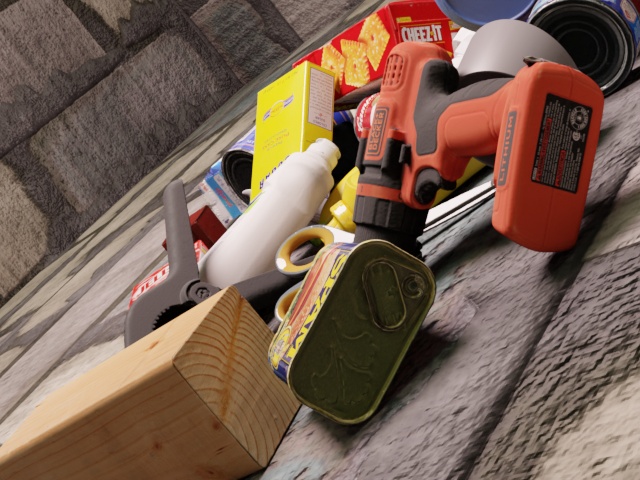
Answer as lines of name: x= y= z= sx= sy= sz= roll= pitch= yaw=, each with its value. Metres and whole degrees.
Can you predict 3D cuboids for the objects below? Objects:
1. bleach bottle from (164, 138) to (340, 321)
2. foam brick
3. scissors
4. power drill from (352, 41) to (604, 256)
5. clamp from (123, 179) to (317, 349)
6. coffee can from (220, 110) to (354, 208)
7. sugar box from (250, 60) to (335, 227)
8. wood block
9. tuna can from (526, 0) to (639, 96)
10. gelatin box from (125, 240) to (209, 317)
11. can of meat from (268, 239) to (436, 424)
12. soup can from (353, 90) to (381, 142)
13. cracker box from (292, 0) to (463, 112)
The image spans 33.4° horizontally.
bleach bottle: x=-0.056 y=0.001 z=0.956 sx=0.250 sy=0.068 sz=0.103 roll=-53 pitch=11 yaw=-25
foam brick: x=-0.125 y=0.011 z=1.170 sx=0.053 sy=0.078 sz=0.051 roll=-32 pitch=13 yaw=20
scissors: x=0.041 y=-0.009 z=0.817 sx=0.202 sy=0.016 sz=0.096 roll=-39 pitch=45 yaw=7
power drill: x=0.084 y=-0.038 z=0.667 sx=0.188 sy=0.057 sz=0.184 roll=10 pitch=91 yaw=60
clamp: x=-0.083 y=0.051 z=0.847 sx=0.036 sy=0.164 sz=0.209 roll=99 pitch=-169 yaw=-52
coffee can: x=-0.036 y=-0.107 z=1.268 sx=0.140 sy=0.103 sz=0.103 roll=-47 pitch=15 yaw=-33
sugar box: x=-0.030 y=-0.086 z=1.101 sx=0.094 sy=0.048 sz=0.176 roll=-25 pitch=53 yaw=49
wood block: x=-0.119 y=0.126 z=0.719 sx=0.206 sy=0.090 sz=0.090 roll=-31 pitch=14 yaw=34
tuna can: x=0.192 y=-0.147 z=0.790 sx=0.086 sy=0.086 sz=0.033 roll=-29 pitch=17 yaw=39
gelatin box: x=-0.146 y=0.046 z=1.042 sx=0.089 sy=0.030 sz=0.073 roll=-35 pitch=18 yaw=10
can of meat: x=0.015 y=0.050 z=0.632 sx=0.102 sy=0.057 sz=0.084 roll=-62 pitch=12 yaw=-5
soup can: x=0.080 y=-0.117 z=1.054 sx=0.068 sy=0.068 sz=0.102 roll=-41 pitch=13 yaw=-10
cracker box: x=0.090 y=-0.197 z=1.141 sx=0.163 sy=0.072 sz=0.214 roll=-11 pitch=-1 yaw=-28
